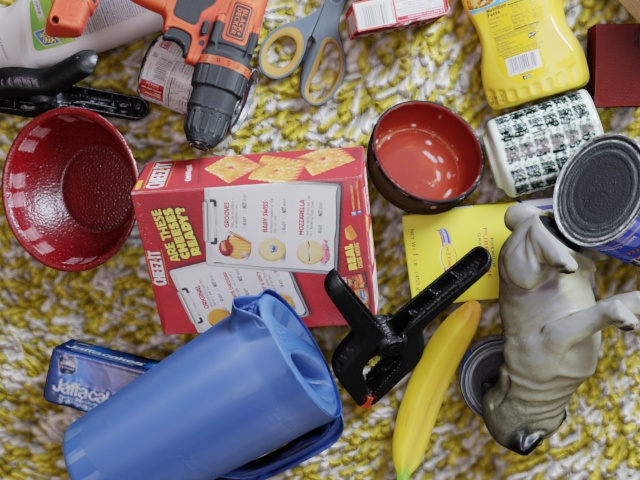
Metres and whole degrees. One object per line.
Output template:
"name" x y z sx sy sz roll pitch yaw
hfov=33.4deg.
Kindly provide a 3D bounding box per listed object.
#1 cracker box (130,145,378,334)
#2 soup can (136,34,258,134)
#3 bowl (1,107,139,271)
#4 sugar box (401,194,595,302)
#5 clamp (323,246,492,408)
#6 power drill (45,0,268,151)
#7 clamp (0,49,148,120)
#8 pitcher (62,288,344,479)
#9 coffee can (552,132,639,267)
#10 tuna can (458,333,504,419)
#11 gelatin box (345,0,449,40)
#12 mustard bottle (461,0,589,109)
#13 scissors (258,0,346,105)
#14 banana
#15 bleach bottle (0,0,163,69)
"cracker box" -0.057 0.001 1.023 0.214 0.072 0.164 -3 120 7
"soup can" -0.121 -0.154 1.047 0.102 0.068 0.068 21 96 5
"bowl" -0.237 -0.051 1.064 0.162 0.055 0.162 1 94 22
"sugar box" 0.172 0.009 1.035 0.176 0.048 0.093 -7 94 9
"clamp" 0.054 0.086 0.999 0.164 0.036 0.210 -2 136 -28
"power drill" -0.149 -0.191 0.971 0.187 0.057 0.184 18 81 -15
"clamp" -0.260 -0.145 1.062 0.172 0.120 0.039 -2 65 27
"pitcher" -0.105 0.166 0.985 0.243 0.145 0.149 -32 77 10
"coffee can" 0.294 -0.027 0.956 0.140 0.103 0.103 18 98 -35
"tuna can" 0.179 0.136 1.050 0.086 0.033 0.086 1 94 7
"gelatin box" 0.071 -0.214 1.010 0.089 0.073 0.030 -12 96 -3
"mustard bottle" 0.184 -0.226 1.007 0.096 0.058 0.191 -14 92 30
"scissors" -0.004 -0.235 1.052 0.096 0.016 0.202 10 96 3
"banana" 0.111 0.148 1.043 0.037 0.070 0.198 18 93 -22
"bleach bottle" -0.241 -0.234 1.059 0.251 0.068 0.102 -17 91 10
